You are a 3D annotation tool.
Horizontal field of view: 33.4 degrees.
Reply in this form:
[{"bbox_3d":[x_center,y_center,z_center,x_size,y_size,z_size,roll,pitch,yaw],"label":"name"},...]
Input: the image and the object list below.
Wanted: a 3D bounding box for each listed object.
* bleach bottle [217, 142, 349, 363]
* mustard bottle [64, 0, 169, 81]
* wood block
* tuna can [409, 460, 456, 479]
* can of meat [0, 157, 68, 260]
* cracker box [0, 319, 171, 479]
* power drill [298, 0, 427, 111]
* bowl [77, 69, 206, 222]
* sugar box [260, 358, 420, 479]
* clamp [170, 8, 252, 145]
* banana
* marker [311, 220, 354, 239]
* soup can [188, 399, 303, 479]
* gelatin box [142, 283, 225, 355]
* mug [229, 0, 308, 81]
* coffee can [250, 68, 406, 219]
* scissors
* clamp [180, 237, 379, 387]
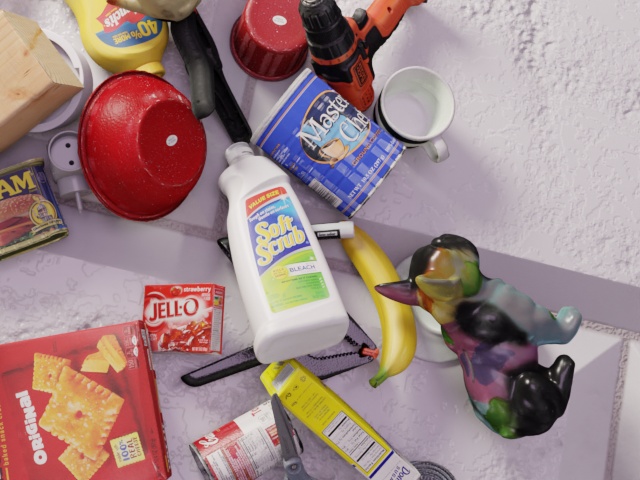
[{"bbox_3d":[-0.057,0.001,1.126,0.102,0.068,0.251,-13,59,-18],"label":"bleach bottle"},{"bbox_3d":[-0.222,-0.242,1.174,0.096,0.058,0.191,-25,86,-28],"label":"mustard bottle"},{"bbox_3d":[-0.356,-0.129,1.072,0.206,0.090,0.090,-36,89,8],"label":"wood block"},{"bbox_3d":[0.109,0.283,1.162,0.086,0.034,0.086,2,80,-11],"label":"tuna can"},{"bbox_3d":[-0.324,-0.029,1.117,0.102,0.057,0.084,-21,88,-14],"label":"can of meat"},{"bbox_3d":[-0.268,0.178,1.070,0.213,0.072,0.164,-10,82,-5],"label":"cracker box"},{"bbox_3d":[0.049,-0.259,1.186,0.057,0.184,0.187,22,68,28],"label":"power drill"},{"bbox_3d":[-0.172,-0.101,1.119,0.161,0.055,0.162,1,89,-47],"label":"bowl"},{"bbox_3d":[0.020,0.192,1.113,0.176,0.093,0.048,40,87,-13],"label":"sugar box"},{"bbox_3d":[-0.123,-0.184,1.179,0.039,0.120,0.171,-20,65,9],"label":"clamp"},{"bbox_3d":[0.067,0.066,1.175,0.069,0.037,0.198,10,57,-40],"label":"banana"},{"bbox_3d":[-0.023,-0.008,1.179,0.121,0.020,0.020,-4,80,4],"label":"marker"},{"bbox_3d":[-0.077,0.219,1.117,0.102,0.069,0.068,-28,87,-16],"label":"soup can"},{"bbox_3d":[-0.146,0.083,1.124,0.089,0.030,0.073,-2,80,26],"label":"gelatin box"},{"bbox_3d":[-0.054,-0.246,1.198,0.093,0.082,0.117,-14,83,-14],"label":"mug"},{"bbox_3d":[0.009,-0.106,1.175,0.140,0.103,0.102,38,75,-3],"label":"coffee can"},{"bbox_3d":[-0.042,0.243,1.093,0.096,0.016,0.201,-30,124,1],"label":"scissors"},{"bbox_3d":[-0.037,0.089,1.163,0.210,0.036,0.164,9,85,-9],"label":"clamp"}]
